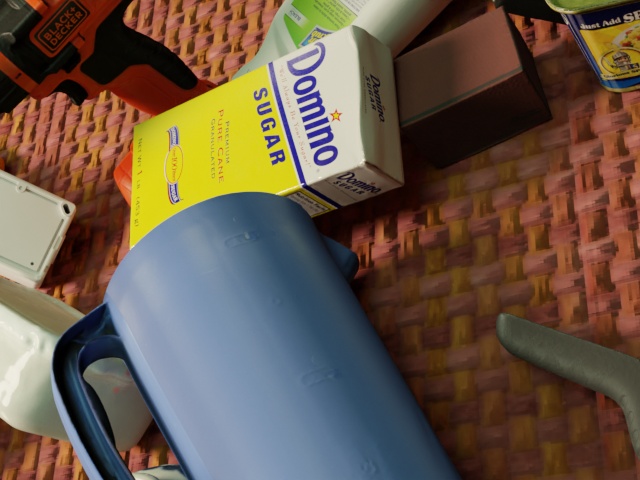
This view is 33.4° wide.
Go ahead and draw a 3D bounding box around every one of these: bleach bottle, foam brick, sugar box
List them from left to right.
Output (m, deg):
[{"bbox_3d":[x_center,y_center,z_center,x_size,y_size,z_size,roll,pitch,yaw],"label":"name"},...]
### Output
[{"bbox_3d":[-0.037,-0.052,0.636,0.177,0.048,0.093,-21,60,33],"label":"sugar box"},{"bbox_3d":[0.020,-0.156,0.704,0.251,0.068,0.103,-46,48,6],"label":"bleach bottle"},{"bbox_3d":[0.087,-0.088,0.625,0.078,0.053,0.051,-24,53,19],"label":"foam brick"}]

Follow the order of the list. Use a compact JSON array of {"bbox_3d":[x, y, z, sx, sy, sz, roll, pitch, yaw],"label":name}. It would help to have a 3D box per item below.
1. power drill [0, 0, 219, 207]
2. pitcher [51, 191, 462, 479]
[{"bbox_3d":[-0.150,-0.089,0.695,0.184,0.187,0.057,-46,50,0],"label":"power drill"},{"bbox_3d":[-0.019,0.102,0.534,0.149,0.144,0.243,-43,52,12],"label":"pitcher"}]
